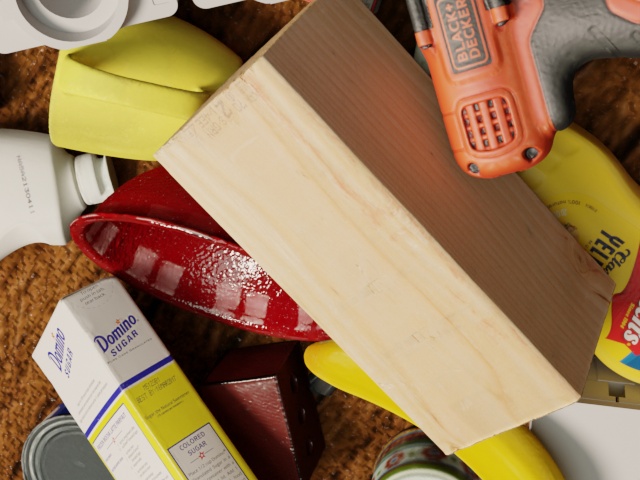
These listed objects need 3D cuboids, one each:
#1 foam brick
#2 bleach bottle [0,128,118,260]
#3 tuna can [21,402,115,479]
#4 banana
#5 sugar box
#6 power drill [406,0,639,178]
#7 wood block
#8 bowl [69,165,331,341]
[{"bbox_3d":[-0.034,0.109,0.657,0.051,0.053,0.078,-8,107,17],"label":"foam brick"},{"bbox_3d":[-0.245,-0.003,0.642,0.251,0.068,0.102,-13,100,-1],"label":"bleach bottle"},{"bbox_3d":[-0.152,0.147,0.710,0.086,0.033,0.086,5,109,13],"label":"tuna can"},{"bbox_3d":[0.071,0.106,0.586,0.198,0.037,0.070,41,122,21],"label":"banana"},{"bbox_3d":[-0.101,0.114,0.638,0.176,0.048,0.093,56,144,10],"label":"sugar box"},{"bbox_3d":[0.121,-0.133,0.446,0.188,0.057,0.184,-13,98,23],"label":"power drill"},{"bbox_3d":[0.035,-0.008,0.514,0.206,0.090,0.090,46,132,-11],"label":"wood block"},{"bbox_3d":[-0.054,0.001,0.595,0.162,0.162,0.055,17,70,8],"label":"bowl"}]
